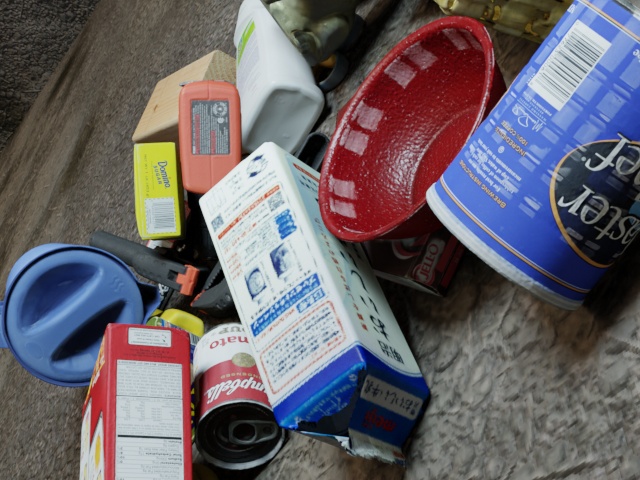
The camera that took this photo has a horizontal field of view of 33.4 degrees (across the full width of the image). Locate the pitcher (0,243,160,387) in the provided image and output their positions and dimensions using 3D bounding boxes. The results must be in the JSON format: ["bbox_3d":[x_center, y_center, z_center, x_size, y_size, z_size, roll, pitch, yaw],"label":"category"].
[{"bbox_3d":[-0.273,0.065,1.094,0.145,0.149,0.243,-59,18,-7],"label":"pitcher"}]

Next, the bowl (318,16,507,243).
[{"bbox_3d":[0.069,-0.061,0.685,0.162,0.055,0.162,-39,35,34],"label":"bowl"}]

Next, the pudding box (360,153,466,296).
[{"bbox_3d":[0.065,-0.014,0.753,0.090,0.039,0.114,-63,24,-6],"label":"pudding box"}]

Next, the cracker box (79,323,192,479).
[{"bbox_3d":[-0.140,0.194,0.803,0.164,0.072,0.213,120,150,-53],"label":"cracker box"}]

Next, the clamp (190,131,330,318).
[{"bbox_3d":[-0.057,0.001,0.994,0.210,0.036,0.164,-43,23,45],"label":"clamp"}]

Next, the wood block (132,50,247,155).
[{"bbox_3d":[-0.143,-0.152,1.288,0.206,0.090,0.091,-4,61,63],"label":"wood block"}]

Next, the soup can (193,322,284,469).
[{"bbox_3d":[-0.066,0.120,0.837,0.069,0.068,0.102,-52,24,22],"label":"soup can"}]

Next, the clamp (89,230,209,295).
[{"bbox_3d":[-0.173,0.022,1.104,0.172,0.120,0.039,-162,82,-70],"label":"clamp"}]

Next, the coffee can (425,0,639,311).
[{"bbox_3d":[0.137,-0.049,0.558,0.140,0.102,0.103,-54,24,17],"label":"coffee can"}]

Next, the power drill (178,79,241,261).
[{"bbox_3d":[-0.109,-0.074,1.046,0.188,0.057,0.184,161,106,-82],"label":"power drill"}]

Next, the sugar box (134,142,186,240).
[{"bbox_3d":[-0.163,-0.047,1.103,0.176,0.048,0.093,-177,84,-87],"label":"sugar box"}]

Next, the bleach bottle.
[{"bbox_3d":[-0.054,-0.200,1.140,0.103,0.068,0.251,-56,28,36],"label":"bleach bottle"}]

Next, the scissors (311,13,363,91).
[{"bbox_3d":[-0.005,-0.205,1.149,0.096,0.016,0.202,-60,24,4],"label":"scissors"}]
